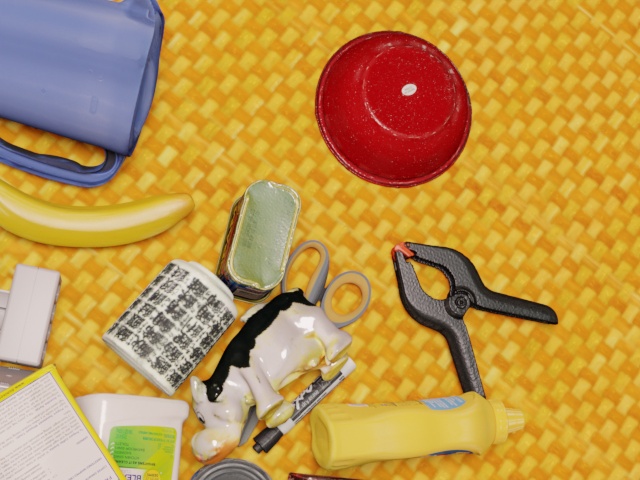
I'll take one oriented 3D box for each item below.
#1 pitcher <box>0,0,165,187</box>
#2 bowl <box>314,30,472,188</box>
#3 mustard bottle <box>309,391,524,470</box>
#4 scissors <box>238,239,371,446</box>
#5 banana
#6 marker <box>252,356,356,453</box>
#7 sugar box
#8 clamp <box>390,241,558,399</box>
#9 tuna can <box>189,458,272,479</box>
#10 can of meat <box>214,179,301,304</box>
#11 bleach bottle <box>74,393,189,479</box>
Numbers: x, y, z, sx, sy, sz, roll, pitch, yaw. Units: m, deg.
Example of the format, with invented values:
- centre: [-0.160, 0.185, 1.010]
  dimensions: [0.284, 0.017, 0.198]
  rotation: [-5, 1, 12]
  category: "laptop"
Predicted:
- centre: [-0.266, -0.154, 0.936]
  dimensions: [0.242, 0.145, 0.149]
  rotation: [13, 66, -5]
  category: "pitcher"
- centre: [0.078, -0.135, 1.031]
  dimensions: [0.162, 0.055, 0.162]
  rotation: [2, 79, -11]
  category: "bowl"
- centre: [0.091, 0.168, 0.958]
  dimensions: [0.191, 0.096, 0.058]
  rotation: [-3, 83, -12]
  category: "mustard bottle"
- centre: [-0.011, 0.100, 0.991]
  dimensions: [0.096, 0.016, 0.201]
  rotation: [14, 78, -9]
  category: "scissors"
- centre: [-0.214, -0.024, 0.951]
  dimensions: [0.197, 0.070, 0.037]
  rotation: [9, 34, -15]
  category: "banana"
- centre: [-0.016, 0.151, 0.980]
  dimensions: [0.121, 0.020, 0.020]
  rotation: [-42, 90, -15]
  category: "marker"
- centre: [-0.200, 0.192, 0.821]
  dimensions: [0.093, 0.048, 0.176]
  rotation: [-32, 90, -20]
  category: "sugar box"
- centre: [0.141, 0.058, 1.017]
  dimensions: [0.120, 0.039, 0.171]
  rotation: [-37, 89, -16]
  category: "clamp"
- centre: [-0.080, 0.236, 0.944]
  dimensions: [0.086, 0.034, 0.086]
  rotation: [2, 80, -11]
  category: "tuna can"
- centre: [-0.056, 0.001, 0.964]
  dimensions: [0.057, 0.084, 0.102]
  rotation: [15, 78, -9]
  category: "can of meat"
- centre: [-0.164, 0.257, 0.881]
  dimensions: [0.102, 0.068, 0.251]
  rotation: [12, 70, -38]
  category: "bleach bottle"
